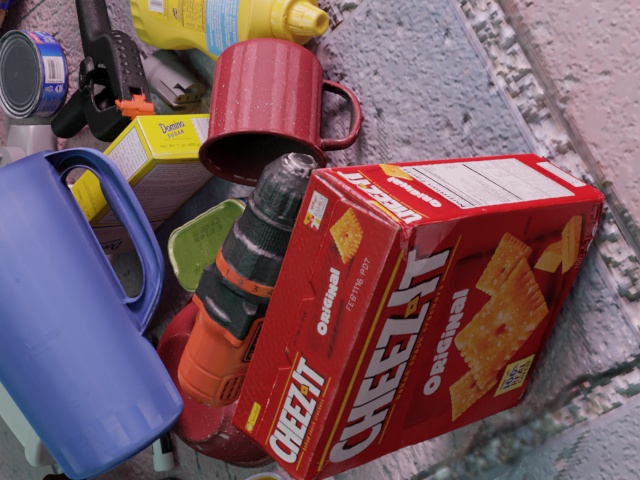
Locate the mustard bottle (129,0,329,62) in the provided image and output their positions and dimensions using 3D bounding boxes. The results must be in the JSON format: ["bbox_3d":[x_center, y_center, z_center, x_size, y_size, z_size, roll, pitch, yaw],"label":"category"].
[{"bbox_3d":[-0.069,-0.184,0.828,0.192,0.058,0.096,22,112,39],"label":"mustard bottle"}]

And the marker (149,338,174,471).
[{"bbox_3d":[-0.151,0.150,0.976,0.020,0.020,0.121,-9,90,43],"label":"marker"}]

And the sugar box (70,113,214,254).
[{"bbox_3d":[-0.158,-0.044,0.906,0.177,0.093,0.048,-34,72,40],"label":"sugar box"}]

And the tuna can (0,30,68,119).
[{"bbox_3d":[-0.284,-0.162,1.045,0.086,0.033,0.086,7,101,42],"label":"tuna can"}]

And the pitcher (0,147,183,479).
[{"bbox_3d":[-0.202,0.055,0.837,0.149,0.144,0.243,-25,98,47],"label":"pitcher"}]

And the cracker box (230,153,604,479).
[{"bbox_3d":[0.065,0.039,0.630,0.072,0.213,0.164,35,118,34],"label":"cracker box"}]

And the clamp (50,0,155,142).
[{"bbox_3d":[-0.191,-0.152,0.928,0.210,0.036,0.164,30,115,57],"label":"clamp"}]

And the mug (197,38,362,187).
[{"bbox_3d":[-0.028,-0.094,0.782,0.117,0.093,0.081,2,68,4],"label":"mug"}]

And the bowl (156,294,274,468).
[{"bbox_3d":[-0.091,0.118,0.893,0.162,0.055,0.162,8,101,41],"label":"bowl"}]

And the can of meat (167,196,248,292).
[{"bbox_3d":[-0.055,0.001,0.824,0.102,0.083,0.057,-28,77,41],"label":"can of meat"}]

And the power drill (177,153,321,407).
[{"bbox_3d":[0.003,0.018,0.703,0.057,0.187,0.185,46,125,30],"label":"power drill"}]
